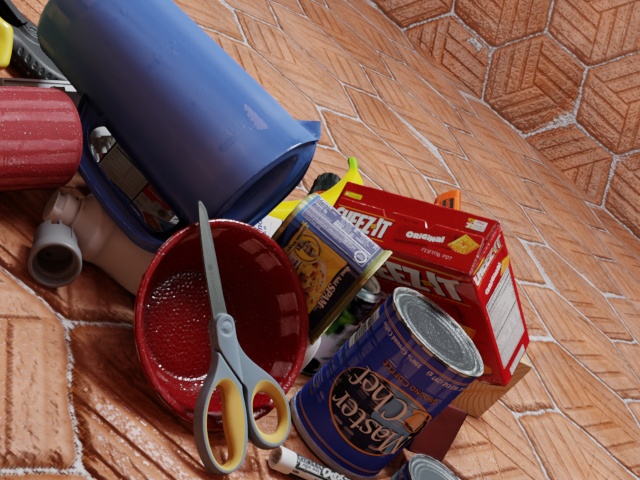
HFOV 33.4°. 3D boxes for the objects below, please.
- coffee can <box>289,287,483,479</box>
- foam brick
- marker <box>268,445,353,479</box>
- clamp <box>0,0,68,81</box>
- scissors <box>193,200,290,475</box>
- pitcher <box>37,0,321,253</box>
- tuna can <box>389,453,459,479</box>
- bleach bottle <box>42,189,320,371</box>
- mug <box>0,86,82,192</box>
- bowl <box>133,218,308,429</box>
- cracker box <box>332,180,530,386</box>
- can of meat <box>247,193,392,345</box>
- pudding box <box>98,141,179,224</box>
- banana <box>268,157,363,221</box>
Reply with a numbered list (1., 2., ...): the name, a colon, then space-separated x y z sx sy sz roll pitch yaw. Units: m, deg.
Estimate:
1. coffee can: 0.056 0.125 0.925 0.102 0.140 0.103 36 20 -16
2. foam brick: 0.086 0.163 0.997 0.051 0.053 0.078 26 1 -40
3. marker: 0.009 0.196 0.868 0.121 0.020 0.020 30 23 -29
4. clamp: -0.307 -0.209 1.097 0.209 0.036 0.164 36 21 -22
5. scissors: -0.060 0.076 0.812 0.096 0.016 0.202 13 73 -43
6. pitcher: -0.132 -0.112 0.892 0.243 0.145 0.149 47 26 10
7. tuna can: 0.100 0.233 0.940 0.086 0.034 0.086 36 21 -16
8. bleach bottle: -0.120 0.031 0.913 0.250 0.068 0.102 29 24 -26
9. mug: -0.249 -0.079 0.846 0.081 0.117 0.093 -6 89 -43
10. bowl: -0.088 0.065 0.837 0.161 0.055 0.162 5 82 -39
11. cracker box: 0.106 0.048 1.052 0.164 0.072 0.213 16 -28 29
12. can of meat: -0.005 0.022 0.892 0.084 0.102 0.057 41 31 4
13. pudding box: -0.147 -0.066 0.980 0.090 0.113 0.039 45 6 8
14. banana: -0.020 -0.037 1.170 0.197 0.037 0.070 -21 51 -34
